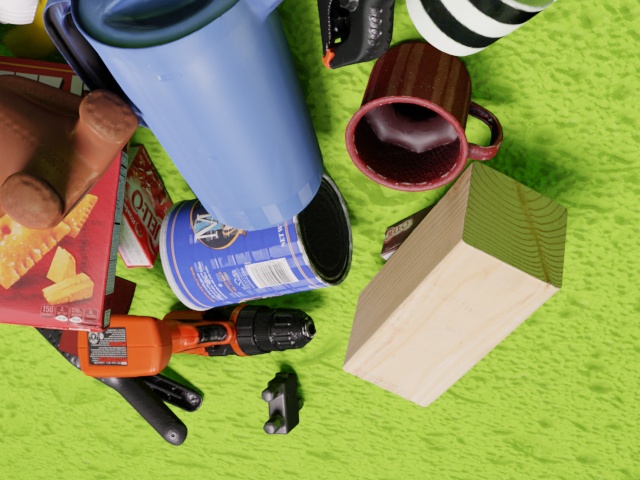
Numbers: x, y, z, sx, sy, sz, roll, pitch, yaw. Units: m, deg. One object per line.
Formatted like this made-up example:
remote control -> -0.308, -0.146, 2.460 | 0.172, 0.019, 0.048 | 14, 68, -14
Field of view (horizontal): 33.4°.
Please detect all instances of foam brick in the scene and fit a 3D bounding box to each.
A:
foam brick -> -0.229, 0.078, 1.099 | 0.051, 0.078, 0.053 | 21, 135, -4

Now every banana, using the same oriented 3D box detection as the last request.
banana -> -0.211, -0.199, 0.831 | 0.069, 0.037, 0.198 | 29, 136, -14

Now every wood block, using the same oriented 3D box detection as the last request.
wood block -> 0.108, 0.043, 0.888 | 0.090, 0.090, 0.206 | 26, 138, -11

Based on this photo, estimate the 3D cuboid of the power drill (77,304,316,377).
power drill -> -0.122, 0.093, 1.019 | 0.185, 0.057, 0.187 | -7, 176, 33

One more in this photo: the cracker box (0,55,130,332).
cracker box -> -0.244, -0.039, 0.870 | 0.164, 0.214, 0.072 | 6, 180, -6

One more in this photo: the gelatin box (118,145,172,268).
gelatin box -> -0.167, -0.030, 0.969 | 0.030, 0.073, 0.089 | -3, 134, 20

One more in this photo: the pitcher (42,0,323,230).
pitcher -> -0.086, -0.115, 0.797 | 0.145, 0.149, 0.242 | -36, 145, -9

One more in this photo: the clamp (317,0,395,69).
clamp -> 0.035, -0.175, 0.739 | 0.039, 0.120, 0.171 | -16, 144, -17

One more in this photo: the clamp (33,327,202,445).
clamp -> -0.215, 0.142, 1.139 | 0.210, 0.164, 0.036 | 35, 92, -9

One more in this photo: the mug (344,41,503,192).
mug -> 0.083, -0.095, 0.816 | 0.117, 0.081, 0.093 | 15, 138, 2

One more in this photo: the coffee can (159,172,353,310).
coffee can -> -0.056, 0.001, 0.945 | 0.140, 0.102, 0.102 | -12, 131, 27
